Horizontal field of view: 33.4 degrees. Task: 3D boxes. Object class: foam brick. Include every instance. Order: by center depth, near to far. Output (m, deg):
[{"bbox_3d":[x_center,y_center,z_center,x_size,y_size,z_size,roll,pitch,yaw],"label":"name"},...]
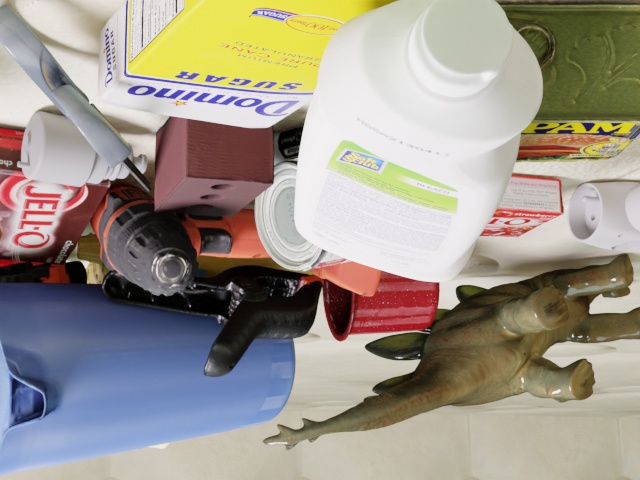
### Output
[{"bbox_3d":[-0.064,-0.049,0.629,0.053,0.051,0.078,4,165,-21],"label":"foam brick"}]

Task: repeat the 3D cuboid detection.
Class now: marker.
[{"bbox_3d":[0.015,-0.066,0.632,0.121,0.020,0.020,-11,163,38],"label":"marker"}]

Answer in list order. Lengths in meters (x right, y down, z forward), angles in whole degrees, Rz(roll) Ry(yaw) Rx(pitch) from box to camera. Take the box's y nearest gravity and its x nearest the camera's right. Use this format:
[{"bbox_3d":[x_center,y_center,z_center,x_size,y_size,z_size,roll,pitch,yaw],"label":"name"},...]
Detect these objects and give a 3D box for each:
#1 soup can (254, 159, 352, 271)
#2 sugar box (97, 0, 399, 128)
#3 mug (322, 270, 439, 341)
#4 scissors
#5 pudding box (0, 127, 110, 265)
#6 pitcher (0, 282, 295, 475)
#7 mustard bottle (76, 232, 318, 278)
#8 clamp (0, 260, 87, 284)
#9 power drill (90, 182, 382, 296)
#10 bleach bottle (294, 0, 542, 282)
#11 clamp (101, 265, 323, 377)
[{"bbox_3d":[0.019,-0.021,0.660,0.102,0.068,0.069,-10,176,-42],"label":"soup can"},{"bbox_3d":[-0.025,-0.095,0.454,0.093,0.048,0.177,6,164,-27],"label":"sugar box"},{"bbox_3d":[0.049,0.036,0.936,0.081,0.093,0.117,-2,-165,-16],"label":"mug"},{"bbox_3d":[-0.106,-0.047,0.550,0.016,0.096,0.201,-40,150,-4],"label":"scissors"},{"bbox_3d":[-0.196,-0.027,0.692,0.089,0.039,0.114,7,150,-27],"label":"pudding box"},{"bbox_3d":[-0.149,0.090,0.782,0.242,0.149,0.145,0,140,-37],"label":"pitcher"},{"bbox_3d":[-0.098,0.011,0.860,0.191,0.058,0.096,2,172,-13],"label":"mustard bottle"},{"bbox_3d":[-0.262,0.039,0.882,0.164,0.036,0.210,-11,-177,-28],"label":"clamp"},{"bbox_3d":[-0.055,0.001,0.720,0.187,0.057,0.185,6,-168,-22],"label":"power drill"},{"bbox_3d":[0.044,-0.039,0.450,0.102,0.068,0.251,16,169,-2],"label":"bleach bottle"},{"bbox_3d":[-0.067,0.042,0.753,0.120,0.039,0.171,34,-158,23],"label":"clamp"}]
